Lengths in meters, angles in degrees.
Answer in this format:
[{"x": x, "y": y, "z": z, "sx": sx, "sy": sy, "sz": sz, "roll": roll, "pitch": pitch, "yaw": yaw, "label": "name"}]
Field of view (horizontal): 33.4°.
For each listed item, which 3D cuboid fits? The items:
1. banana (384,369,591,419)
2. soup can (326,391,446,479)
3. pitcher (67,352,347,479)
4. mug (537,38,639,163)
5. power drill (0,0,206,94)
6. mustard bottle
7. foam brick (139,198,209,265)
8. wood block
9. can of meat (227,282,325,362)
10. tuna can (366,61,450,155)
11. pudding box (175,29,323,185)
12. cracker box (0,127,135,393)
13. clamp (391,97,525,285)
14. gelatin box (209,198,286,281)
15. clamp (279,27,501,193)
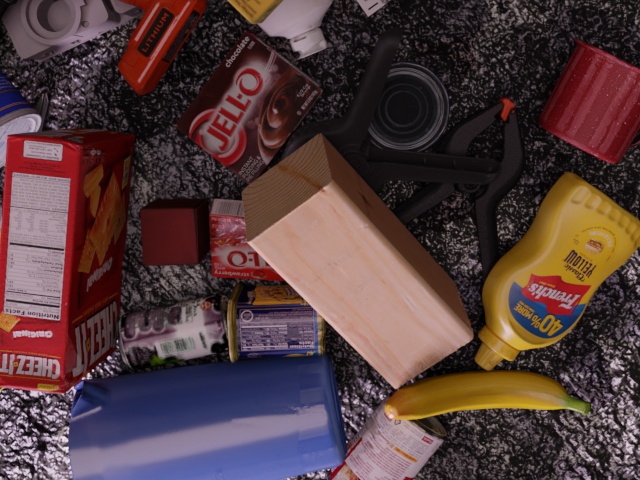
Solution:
[{"x": 0.145, "y": 0.140, "z": 0.977, "sx": 0.197, "sy": 0.070, "sz": 0.037, "roll": -1, "pitch": 92, "yaw": -15, "label": "banana"}, {"x": 0.062, "y": 0.201, "z": 1.002, "sx": 0.068, "sy": 0.068, "sz": 0.102, "roll": 36, "pitch": 98, "yaw": -2, "label": "soup can"}, {"x": -0.100, "y": 0.181, "z": 0.989, "sx": 0.243, "sy": 0.149, "sz": 0.145, "roll": -10, "pitch": 82, "yaw": 2, "label": "pitcher"}, {"x": 0.253, "y": -0.117, "z": 0.942, "sx": 0.117, "sy": 0.093, "sz": 0.081, "roll": 17, "pitch": 107, "yaw": -36, "label": "mug"}, {"x": -0.206, "y": -0.206, "z": 0.904, "sx": 0.187, "sy": 0.057, "sz": 0.184, "roll": 35, "pitch": 99, "yaw": -2, "label": "power drill"}, {"x": 0.204, "y": 0.039, "z": 0.971, "sx": 0.096, "sy": 0.058, "sz": 0.192, "roll": 31, "pitch": 101, "yaw": -25, "label": "mustard bottle"}, {"x": -0.133, "y": -0.009, "z": 0.980, "sx": 0.051, "sy": 0.078, "sz": 0.053, "roll": -1, "pitch": 98, "yaw": 2, "label": "foam brick"}, {"x": 0.033, "y": 0.020, "z": 0.924, "sx": 0.090, "sy": 0.091, "sz": 0.206, "roll": -35, "pitch": 119, "yaw": 15, "label": "wood block"}, {"x": -0.038, "y": 0.072, "z": 0.974, "sx": 0.084, "sy": 0.102, "sz": 0.057, "roll": -2, "pitch": 100, "yaw": 1, "label": "can of meat"}, {"x": 0.075, "y": -0.120, "z": 0.972, "sx": 0.086, "sy": 0.033, "sz": 0.086, "roll": 1, "pitch": 98, "yaw": 4, "label": "tuna can"}, {"x": -0.064, "y": -0.121, "z": 0.979, "sx": 0.090, "sy": 0.039, "sz": 0.113, "roll": 38, "pitch": 98, "yaw": -1, "label": "pudding box"}, {"x": -0.222, "y": 0.011, "z": 0.945, "sx": 0.072, "sy": 0.164, "sz": 0.214, "roll": 6, "pitch": 98, "yaw": 5, "label": "cracker box"}, {"x": 0.144, "y": -0.045, "z": 0.978, "sx": 0.120, "sy": 0.039, "sz": 0.172, "roll": 31, "pitch": 106, "yaw": -8, "label": "clamp"}, {"x": -0.056, "y": 0.001, "z": 0.985, "sx": 0.089, "sy": 0.030, "sz": 0.073, "roll": 5, "pitch": 128, "yaw": 4, "label": "gelatin box"}, {"x": 0.044, "y": -0.072, "z": 0.949, "sx": 0.210, "sy": 0.036, "sz": 0.164, "roll": -34, "pitch": 110, "yaw": 32, "label": "clamp"}]
